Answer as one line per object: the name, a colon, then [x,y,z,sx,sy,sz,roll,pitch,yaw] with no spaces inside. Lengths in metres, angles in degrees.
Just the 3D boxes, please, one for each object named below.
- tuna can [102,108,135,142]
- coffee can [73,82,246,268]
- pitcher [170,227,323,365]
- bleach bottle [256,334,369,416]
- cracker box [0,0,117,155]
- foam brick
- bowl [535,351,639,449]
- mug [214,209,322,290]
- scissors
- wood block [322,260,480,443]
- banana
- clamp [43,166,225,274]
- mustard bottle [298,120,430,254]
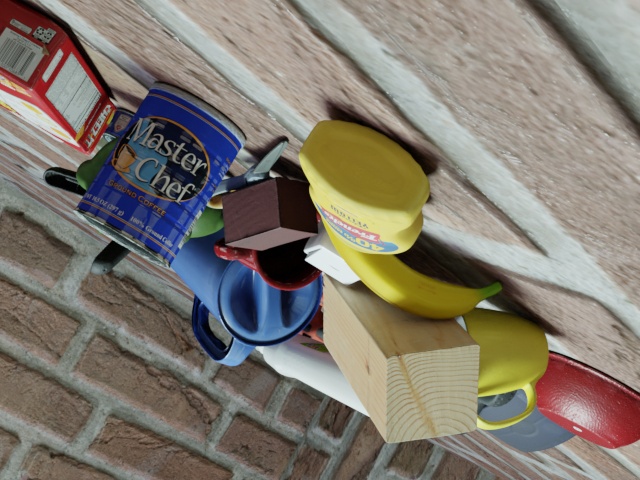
tuna can: [-0.202,-0.111,1.201,0.086,0.033,0.086,29,170,5]
coffee can: [-0.148,-0.060,0.988,0.103,0.140,0.103,29,170,5]
pitcher: [-0.112,0.039,1.314,0.243,0.149,0.145,30,143,59]
bleach bottle: [0.024,0.165,1.338,0.251,0.068,0.102,19,-177,36]
cracker box: [-0.306,-0.179,1.064,0.164,0.072,0.213,29,171,8]
foam brick: [-0.049,-0.025,1.018,0.078,0.051,0.052,-15,164,39]
bowl: [0.291,0.182,1.168,0.162,0.055,0.162,29,170,5]
mug: [-0.057,0.001,1.138,0.117,0.093,0.082,-14,-162,-26]
scissors: [-0.045,-0.061,1.019,0.096,0.016,0.202,2,166,-32]
wood block: [0.072,0.101,1.038,0.090,0.091,0.206,-6,-158,-14]
banana: [0.067,0.019,0.968,0.197,0.069,0.037,32,175,-12]
clamp: [-0.202,-0.028,1.244,0.209,0.036,0.165,-3,-133,-29]
mustard bottle: [0.036,-0.031,0.842,0.096,0.058,0.191,29,170,9]
